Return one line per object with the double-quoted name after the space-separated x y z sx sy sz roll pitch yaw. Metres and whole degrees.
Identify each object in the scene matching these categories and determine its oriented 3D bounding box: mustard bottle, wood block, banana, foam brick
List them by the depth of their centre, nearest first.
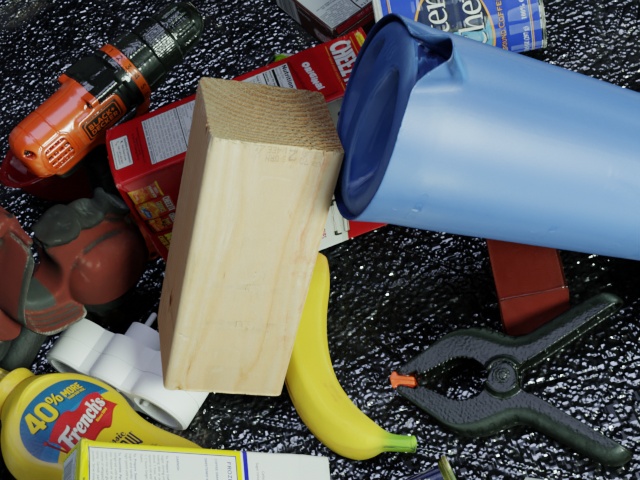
-0.056 0.001 0.754 0.090 0.206 0.091 5 33 -15 "wood block"
-0.171 0.148 0.772 0.192 0.058 0.096 30 44 19 "mustard bottle"
0.154 0.023 0.797 0.051 0.053 0.078 -11 53 8 "foam brick"
0.004 0.093 0.805 0.069 0.037 0.198 -18 51 -10 "banana"

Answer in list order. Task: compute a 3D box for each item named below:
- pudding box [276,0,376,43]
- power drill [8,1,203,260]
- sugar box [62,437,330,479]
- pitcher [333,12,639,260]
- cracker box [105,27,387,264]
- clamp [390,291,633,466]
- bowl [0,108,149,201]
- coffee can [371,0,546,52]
0.018 -0.242 1.042 0.090 0.039 0.114 -36 55 -11 "pudding box"
-0.146 -0.084 0.882 0.184 0.187 0.057 -42 53 -13 "power drill"
-0.077 0.184 0.693 0.176 0.048 0.093 12 56 -26 "sugar box"
0.133 -0.053 0.714 0.242 0.145 0.149 11 14 -16 "pitcher"
-0.039 -0.056 0.843 0.213 0.164 0.072 -22 52 1 "cracker box"
0.137 0.107 0.749 0.172 0.039 0.120 -14 60 16 "clamp"
-0.210 -0.087 0.968 0.162 0.055 0.162 -26 32 18 "bowl"
0.120 -0.206 0.943 0.140 0.103 0.103 -10 53 9 "coffee can"
